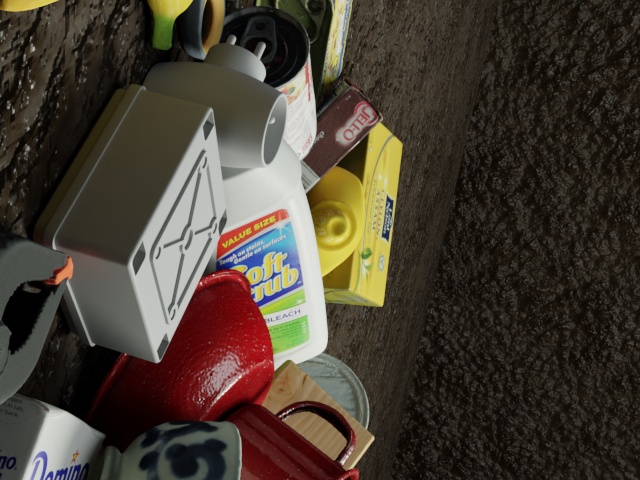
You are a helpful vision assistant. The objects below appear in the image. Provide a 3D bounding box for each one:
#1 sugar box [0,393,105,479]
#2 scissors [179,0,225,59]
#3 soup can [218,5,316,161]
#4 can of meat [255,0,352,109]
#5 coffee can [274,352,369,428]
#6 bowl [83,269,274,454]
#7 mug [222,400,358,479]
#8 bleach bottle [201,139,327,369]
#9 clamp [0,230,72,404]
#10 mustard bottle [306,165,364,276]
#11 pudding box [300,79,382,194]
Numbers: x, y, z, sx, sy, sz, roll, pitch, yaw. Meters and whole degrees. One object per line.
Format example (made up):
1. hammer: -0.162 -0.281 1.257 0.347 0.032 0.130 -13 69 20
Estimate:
1. sugar box: -0.164 0.166 0.520 0.093 0.048 0.176 72 36 -70
2. scissors: -0.072 -0.164 0.594 0.201 0.016 0.096 31 75 -78
3. soup can: -0.038 -0.099 0.718 0.102 0.068 0.068 83 25 -63
4. can of meat: -0.013 -0.153 0.799 0.083 0.057 0.102 -58 160 -61
5. coffee can: -0.027 0.172 0.962 0.140 0.103 0.102 121 -7 -57
6. bowl: -0.079 0.099 0.690 0.162 0.055 0.162 -47 160 -23
7. mug: -0.028 0.150 0.683 0.117 0.081 0.093 -46 160 -22
8. bleach bottle: -0.055 0.001 0.744 0.251 0.102 0.068 80 -3 -52
9. clamp: -0.150 0.039 0.432 0.171 0.039 0.120 -71 173 -53
10. mustard bottle: -0.003 -0.014 0.874 0.096 0.058 0.192 -62 -171 -2
11. pudding box: -0.005 -0.071 0.815 0.113 0.039 0.090 -42 -171 7
